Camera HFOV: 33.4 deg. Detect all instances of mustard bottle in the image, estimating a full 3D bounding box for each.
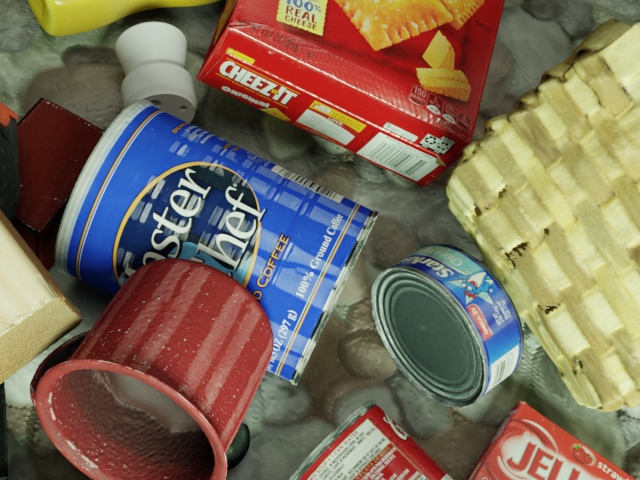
[{"bbox_3d":[-0.103,-0.197,0.707,0.191,0.058,0.096,-18,63,-23],"label":"mustard bottle"}]

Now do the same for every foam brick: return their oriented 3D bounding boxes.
[{"bbox_3d":[-0.155,-0.029,0.592,0.051,0.053,0.078,29,56,5],"label":"foam brick"}]

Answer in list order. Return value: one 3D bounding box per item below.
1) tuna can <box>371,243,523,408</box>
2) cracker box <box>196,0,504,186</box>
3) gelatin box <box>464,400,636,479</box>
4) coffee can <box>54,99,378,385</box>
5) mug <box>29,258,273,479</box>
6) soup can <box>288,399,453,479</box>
[{"bbox_3d":[0.068,0.045,0.579,0.033,0.086,0.086,-30,70,-29],"label":"tuna can"},{"bbox_3d":[0.034,-0.165,0.680,0.164,0.072,0.213,24,62,-14],"label":"cracker box"},{"bbox_3d":[0.122,0.140,0.566,0.089,0.030,0.073,36,57,9],"label":"gelatin box"},{"bbox_3d":[-0.054,0.001,0.567,0.140,0.103,0.102,26,56,3],"label":"coffee can"},{"bbox_3d":[-0.082,0.063,0.504,0.117,0.093,0.081,-3,36,26],"label":"mug"},{"bbox_3d":[0.038,0.138,0.524,0.102,0.069,0.068,43,59,14],"label":"soup can"}]
